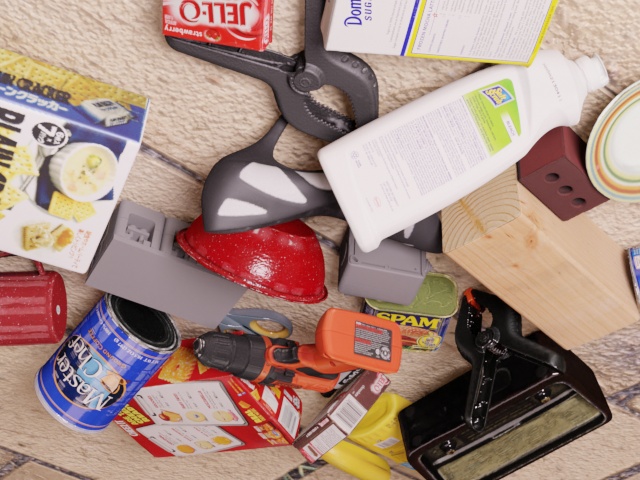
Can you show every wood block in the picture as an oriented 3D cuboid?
[{"bbox_3d":[0.218,0.013,1.056,0.090,0.091,0.205,-29,130,34],"label":"wood block"}]

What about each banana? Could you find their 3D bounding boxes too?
[{"bbox_3d":[0.048,0.289,1.384,0.070,0.037,0.197,11,164,28],"label":"banana"}]

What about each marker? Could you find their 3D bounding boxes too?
[{"bbox_3d":[0.033,0.160,1.302,0.020,0.020,0.121,22,137,-21],"label":"marker"}]

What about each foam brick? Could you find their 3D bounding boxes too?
[{"bbox_3d":[0.225,-0.065,0.992,0.053,0.051,0.078,-30,130,34],"label":"foam brick"}]

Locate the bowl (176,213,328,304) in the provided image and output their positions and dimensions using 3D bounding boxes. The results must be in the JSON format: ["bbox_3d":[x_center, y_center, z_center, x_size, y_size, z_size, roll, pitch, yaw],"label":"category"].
[{"bbox_3d":[-0.057,0.001,1.048,0.162,0.162,0.055,19,104,-17],"label":"bowl"}]

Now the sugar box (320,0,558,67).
[{"bbox_3d":[0.094,-0.190,0.839,0.176,0.048,0.093,5,134,-10],"label":"sugar box"}]

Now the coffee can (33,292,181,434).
[{"bbox_3d":[-0.239,0.133,1.196,0.102,0.103,0.140,32,111,-29],"label":"coffee can"}]

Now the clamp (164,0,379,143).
[{"bbox_3d":[-0.023,-0.147,0.927,0.165,0.036,0.209,-17,132,25],"label":"clamp"}]

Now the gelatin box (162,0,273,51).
[{"bbox_3d":[-0.081,-0.195,0.849,0.089,0.030,0.073,13,122,13],"label":"gelatin box"}]

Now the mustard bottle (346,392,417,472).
[{"bbox_3d":[0.129,0.262,1.386,0.191,0.058,0.096,32,133,-29],"label":"mustard bottle"}]

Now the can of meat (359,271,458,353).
[{"bbox_3d":[0.093,0.078,1.172,0.102,0.057,0.084,7,143,-2],"label":"can of meat"}]

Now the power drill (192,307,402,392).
[{"bbox_3d":[-0.019,0.117,1.138,0.184,0.057,0.188,14,159,-33],"label":"power drill"}]

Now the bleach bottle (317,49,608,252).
[{"bbox_3d":[0.129,-0.087,0.916,0.251,0.068,0.102,-25,94,4],"label":"bleach bottle"}]

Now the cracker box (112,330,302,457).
[{"bbox_3d":[-0.152,0.191,1.304,0.214,0.072,0.164,-10,137,26],"label":"cracker box"}]

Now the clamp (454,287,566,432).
[{"bbox_3d":[0.177,0.120,1.120,0.120,0.171,0.039,-40,121,8],"label":"clamp"}]

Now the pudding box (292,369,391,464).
[{"bbox_3d":[0.026,0.209,1.292,0.039,0.113,0.090,46,133,4],"label":"pudding box"}]

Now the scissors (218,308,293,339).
[{"bbox_3d":[-0.107,0.075,1.215,0.096,0.016,0.201,-18,136,25],"label":"scissors"}]

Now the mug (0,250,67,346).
[{"bbox_3d":[-0.329,0.064,1.177,0.081,0.093,0.117,-2,106,0],"label":"mug"}]
